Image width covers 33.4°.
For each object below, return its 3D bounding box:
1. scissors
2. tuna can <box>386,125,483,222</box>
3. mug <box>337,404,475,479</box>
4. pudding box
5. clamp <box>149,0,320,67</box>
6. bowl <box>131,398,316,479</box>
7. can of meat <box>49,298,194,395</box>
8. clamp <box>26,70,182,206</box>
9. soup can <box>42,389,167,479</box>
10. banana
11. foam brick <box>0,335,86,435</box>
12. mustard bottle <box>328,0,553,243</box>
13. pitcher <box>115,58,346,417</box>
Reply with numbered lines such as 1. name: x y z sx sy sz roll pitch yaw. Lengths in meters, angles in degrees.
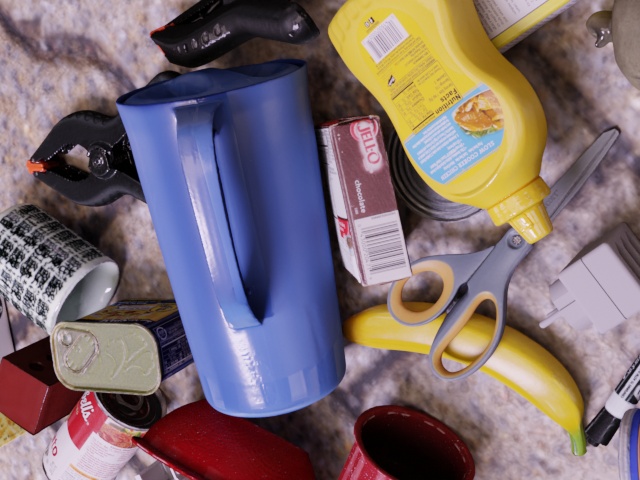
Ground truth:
1. scissors: 0.115 -0.002 0.729 0.096 0.016 0.202 28 97 26
2. tuna can: 0.090 -0.057 0.735 0.086 0.033 0.086 7 105 25
3. mug: 0.054 0.187 0.771 0.093 0.117 0.082 20 117 -3
4. pudding box: 0.028 -0.030 0.740 0.039 0.090 0.113 -11 98 -5
5. clamp: -0.038 -0.170 0.739 0.210 0.164 0.036 -7 128 48
6. bowl: -0.062 0.166 0.819 0.162 0.162 0.055 24 79 19
7. can of meat: -0.150 0.082 0.859 0.102 0.083 0.057 -1 102 26
8. clamp: -0.161 -0.058 0.856 0.172 0.039 0.120 -12 92 34
9. soup can: -0.184 0.165 0.905 0.068 0.068 0.102 44 117 10
10. banana: 0.107 0.084 0.760 0.198 0.037 0.070 27 112 18
11. foam brick: -0.233 0.120 0.913 0.053 0.078 0.051 29 115 17
12. mustard bottle: 0.088 -0.083 0.674 0.096 0.058 0.191 -36 85 45
13. pitcher: -0.055 0.001 0.752 0.145 0.149 0.243 7 114 47
